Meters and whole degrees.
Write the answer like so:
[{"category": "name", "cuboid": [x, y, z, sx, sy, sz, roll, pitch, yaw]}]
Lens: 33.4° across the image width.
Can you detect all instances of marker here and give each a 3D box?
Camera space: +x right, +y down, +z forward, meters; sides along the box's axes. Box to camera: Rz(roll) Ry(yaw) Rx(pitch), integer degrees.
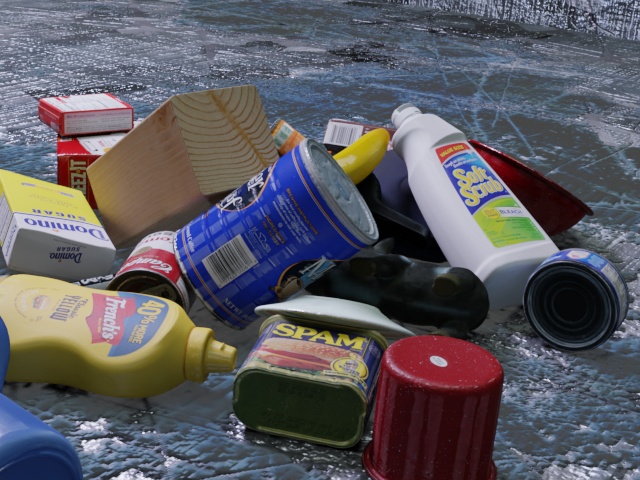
[{"category": "marker", "cuboid": [-0.196, 0.041, 0.945, 0.120, 0.020, 0.020, -11, 25, -38]}]

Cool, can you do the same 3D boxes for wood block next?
[{"category": "wood block", "cuboid": [-0.132, -0.064, 0.998, 0.090, 0.091, 0.207, -15, -6, -35]}]

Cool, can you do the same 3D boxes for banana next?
[{"category": "banana", "cuboid": [-0.007, -0.067, 1.062, 0.197, 0.037, 0.070, -17, 57, -20]}]

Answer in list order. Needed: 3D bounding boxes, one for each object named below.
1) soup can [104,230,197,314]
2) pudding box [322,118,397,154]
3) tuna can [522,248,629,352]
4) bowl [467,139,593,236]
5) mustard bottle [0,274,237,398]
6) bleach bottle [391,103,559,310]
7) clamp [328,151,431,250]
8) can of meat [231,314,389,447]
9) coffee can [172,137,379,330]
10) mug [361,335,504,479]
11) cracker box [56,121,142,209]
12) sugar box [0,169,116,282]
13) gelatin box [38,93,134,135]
[{"category": "soup can", "cuboid": [-0.137, 0.038, 0.897, 0.068, 0.068, 0.102, 6, 19, 3]}, {"category": "pudding box", "cuboid": [0.067, -0.115, 1.355, 0.113, 0.039, 0.090, 12, -13, 15]}, {"category": "tuna can", "cuboid": [0.219, 0.052, 0.919, 0.086, 0.086, 0.033, 16, 24, 27]}, {"category": "bowl", "cuboid": [0.219, -0.048, 1.184, 0.162, 0.055, 0.162, 31, 3, -2]}, {"category": "mustard bottle", "cuboid": [-0.157, 0.075, 0.802, 0.192, 0.058, 0.096, 9, 30, 8]}, {"category": "bleach bottle", "cuboid": [0.133, -0.046, 1.052, 0.102, 0.068, 0.251, -6, 48, -31]}, {"category": "clamp", "cuboid": [0.022, -0.027, 1.080, 0.120, 0.039, 0.172, -18, 41, -18]}, {"category": "can of meat", "cuboid": [-0.007, 0.101, 0.773, 0.102, 0.057, 0.083, 9, 22, 10]}, {"category": "coffee can", "cuboid": [-0.037, -0.004, 0.890, 0.140, 0.103, 0.102, -34, 14, 14]}, {"category": "mug", "cuboid": [0.085, 0.113, 0.723, 0.093, 0.081, 0.117, 21, 25, 37]}, {"category": "cracker box", "cuboid": [-0.192, -0.086, 1.222, 0.213, 0.072, 0.164, -1, 19, -13]}, {"category": "sugar box", "cuboid": [-0.259, -0.014, 1.015, 0.093, 0.048, 0.176, 15, 12, -29]}, {"category": "gelatin box", "cuboid": [-0.268, -0.144, 1.220, 0.089, 0.030, 0.073, -10, 24, -32]}]
